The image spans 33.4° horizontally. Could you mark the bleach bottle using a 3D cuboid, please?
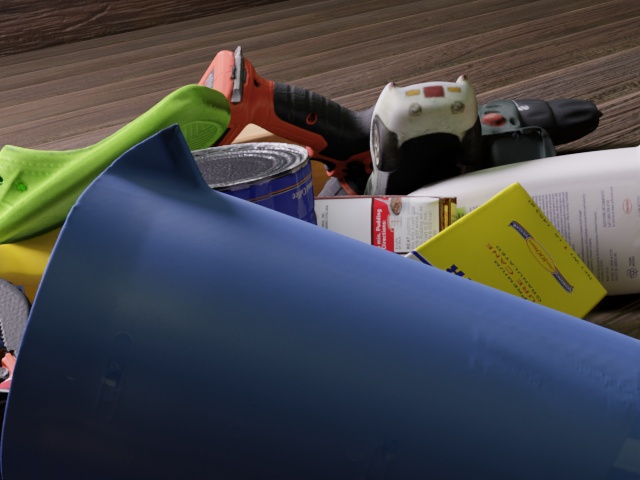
[{"bbox_3d":[0.108,-0.008,0.724,0.251,0.102,0.068,-4,9,14],"label":"bleach bottle"}]

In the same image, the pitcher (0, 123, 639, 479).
[{"bbox_3d":[0.010,0.073,0.409,0.243,0.149,0.145,17,53,0],"label":"pitcher"}]

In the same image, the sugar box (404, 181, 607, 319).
[{"bbox_3d":[0.092,0.035,0.610,0.048,0.093,0.175,-44,-8,37],"label":"sugar box"}]

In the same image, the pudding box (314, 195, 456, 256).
[{"bbox_3d":[0.032,0.016,0.696,0.114,0.090,0.039,-1,-1,22],"label":"pudding box"}]

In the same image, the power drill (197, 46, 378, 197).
[{"bbox_3d":[-0.016,-0.075,0.851,0.187,0.057,0.185,11,-32,-22],"label":"power drill"}]
